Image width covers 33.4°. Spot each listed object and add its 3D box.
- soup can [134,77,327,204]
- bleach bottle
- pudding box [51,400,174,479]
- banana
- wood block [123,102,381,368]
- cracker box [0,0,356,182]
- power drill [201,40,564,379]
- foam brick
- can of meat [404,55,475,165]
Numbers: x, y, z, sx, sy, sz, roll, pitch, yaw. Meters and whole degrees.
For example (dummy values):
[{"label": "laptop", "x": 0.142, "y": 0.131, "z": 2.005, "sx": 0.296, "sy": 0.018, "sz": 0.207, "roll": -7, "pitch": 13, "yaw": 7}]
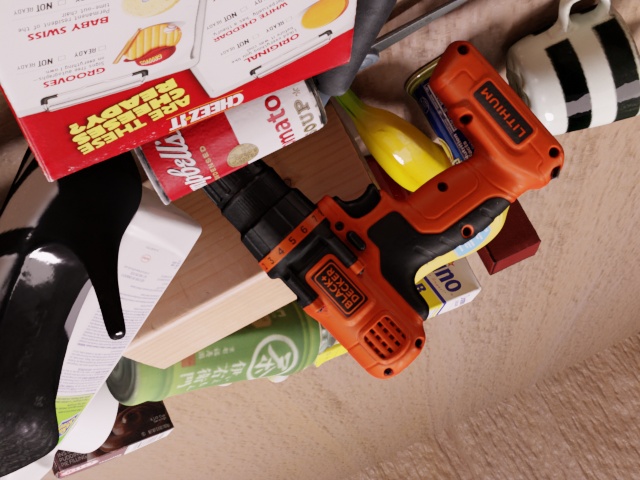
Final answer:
[{"label": "soup can", "x": -0.056, "y": -0.072, "z": 0.595, "sx": 0.102, "sy": 0.068, "sz": 0.068, "roll": -26, "pitch": 162, "yaw": -3}, {"label": "bleach bottle", "x": -0.174, "y": 0.078, "z": 0.670, "sx": 0.251, "sy": 0.068, "sz": 0.102, "roll": -58, "pitch": 157, "yaw": 4}, {"label": "pudding box", "x": -0.204, "y": 0.157, "z": 0.983, "sx": 0.113, "sy": 0.090, "sz": 0.039, "roll": -17, "pitch": 161, "yaw": -27}, {"label": "banana", "x": 0.070, "y": -0.065, "z": 0.781, "sx": 0.037, "sy": 0.070, "sz": 0.197, "roll": -29, "pitch": 162, "yaw": 15}, {"label": "wood block", "x": -0.055, "y": 0.001, "z": 0.758, "sx": 0.206, "sy": 0.091, "sz": 0.090, "roll": -28, "pitch": 162, "yaw": 6}, {"label": "cracker box", "x": -0.068, "y": -0.123, "z": 0.435, "sx": 0.164, "sy": 0.072, "sz": 0.214, "roll": -23, "pitch": 162, "yaw": -9}, {"label": "power drill", "x": 0.041, "y": -0.036, "z": 0.667, "sx": 0.187, "sy": 0.184, "sz": 0.057, "roll": -43, "pitch": -177, "yaw": 0}, {"label": "foam brick", "x": 0.173, "y": -0.014, "z": 1.047, "sx": 0.051, "sy": 0.078, "sz": 0.053, "roll": -26, "pitch": 164, "yaw": -3}, {"label": "can of meat", "x": 0.114, "y": -0.081, "z": 0.773, "sx": 0.057, "sy": 0.084, "sz": 0.102, "roll": -31, "pitch": 161, "yaw": 14}]
